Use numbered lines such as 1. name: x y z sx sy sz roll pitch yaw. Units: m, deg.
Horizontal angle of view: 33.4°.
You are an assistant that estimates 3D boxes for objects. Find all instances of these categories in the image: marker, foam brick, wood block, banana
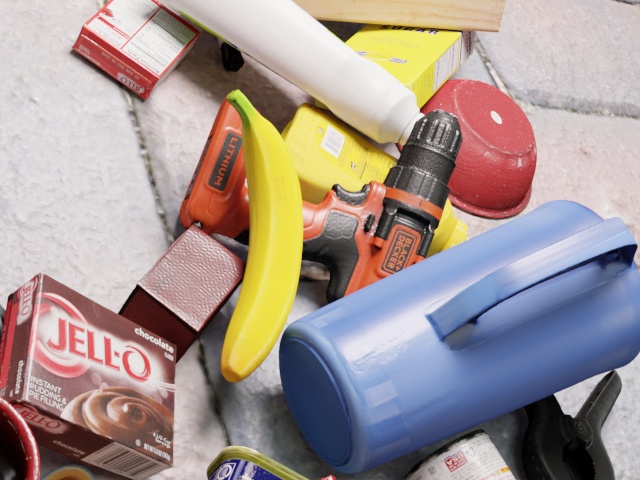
1. marker: -0.088 -0.197 0.957 0.020 0.020 0.121 6 51 -31
2. foam brick: -0.094 0.038 0.724 0.053 0.051 0.078 38 42 0
3. wood block: 0.069 -0.262 1.007 0.206 0.090 0.091 3 37 -5
4. banana: -0.041 0.000 0.720 0.069 0.037 0.198 13 68 -40

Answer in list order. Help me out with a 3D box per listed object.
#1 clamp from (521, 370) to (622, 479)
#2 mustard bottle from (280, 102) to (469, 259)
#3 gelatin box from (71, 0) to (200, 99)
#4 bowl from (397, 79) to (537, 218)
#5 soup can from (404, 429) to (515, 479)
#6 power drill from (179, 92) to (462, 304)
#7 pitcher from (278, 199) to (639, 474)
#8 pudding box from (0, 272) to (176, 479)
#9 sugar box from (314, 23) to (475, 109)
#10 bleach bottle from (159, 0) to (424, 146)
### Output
1. clamp: 0.201 0.153 0.842 0.120 0.039 0.171 11 51 -18
2. mustard bottle: 0.049 -0.034 0.882 0.191 0.058 0.096 30 37 -9
3. gelatin box: -0.150 -0.164 0.877 0.073 0.030 0.089 35 42 -7
4. bowl: 0.150 -0.101 1.014 0.162 0.055 0.162 19 46 -21
5. soup can: 0.110 0.189 0.725 0.068 0.069 0.102 -11 61 -41
6. power drill: 0.003 -0.040 0.798 0.187 0.057 0.184 23 82 -10
7. pitcher: 0.100 0.062 0.736 0.242 0.149 0.145 -20 26 -25
8. pudding box: -0.138 0.084 0.637 0.113 0.039 0.090 37 35 -38
9. sugar box: 0.074 -0.170 1.001 0.093 0.048 0.176 15 39 21
10. bleach bottle: -0.013 -0.155 0.880 0.251 0.068 0.102 36 9 6
